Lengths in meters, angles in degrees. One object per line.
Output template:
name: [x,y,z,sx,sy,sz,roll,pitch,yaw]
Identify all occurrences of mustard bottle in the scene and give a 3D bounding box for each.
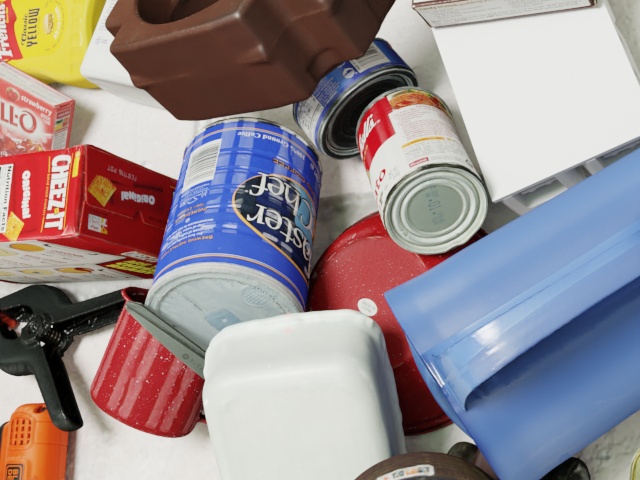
mustard bottle: [-0.261,-0.177,0.939,0.192,0.058,0.096,-1,85,30]

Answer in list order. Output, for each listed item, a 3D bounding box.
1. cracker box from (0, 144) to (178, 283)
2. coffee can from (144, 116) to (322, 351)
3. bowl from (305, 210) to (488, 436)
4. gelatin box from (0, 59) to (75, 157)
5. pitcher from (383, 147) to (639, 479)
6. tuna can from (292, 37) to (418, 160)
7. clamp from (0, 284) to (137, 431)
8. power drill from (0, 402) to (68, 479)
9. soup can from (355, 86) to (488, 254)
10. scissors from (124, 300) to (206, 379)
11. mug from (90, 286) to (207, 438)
cracker box: [-0.207,-0.014,0.805,0.214,0.164,0.072,-4,78,29]
coffee can: [-0.055,0.001,0.720,0.103,0.102,0.140,-18,42,25]
bowl: [0.045,0.047,0.710,0.162,0.055,0.162,-8,74,29]
gelatin box: [-0.254,-0.101,0.904,0.089,0.030,0.073,28,122,19]
pitcher: [0.164,0.022,0.576,0.243,0.145,0.149,-34,29,4]
tuna can: [0.025,-0.097,0.739,0.086,0.086,0.034,-44,62,13]
clamp: [-0.209,0.070,0.852,0.172,0.039,0.120,25,69,41]
power drill: [-0.282,0.225,0.852,0.188,0.057,0.184,-6,71,25]
soup can: [0.064,-0.046,0.690,0.069,0.068,0.102,-37,33,17]
scissors: [-0.029,0.096,0.683,0.096,0.201,0.016,-28,21,15]
mug: [-0.104,0.094,0.772,0.117,0.093,0.081,23,95,-4]
